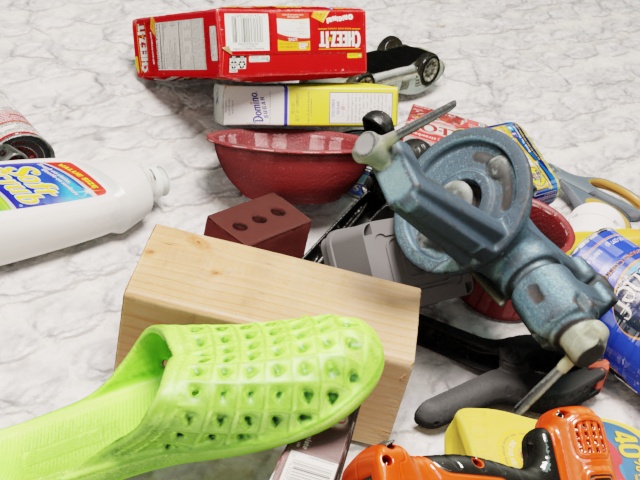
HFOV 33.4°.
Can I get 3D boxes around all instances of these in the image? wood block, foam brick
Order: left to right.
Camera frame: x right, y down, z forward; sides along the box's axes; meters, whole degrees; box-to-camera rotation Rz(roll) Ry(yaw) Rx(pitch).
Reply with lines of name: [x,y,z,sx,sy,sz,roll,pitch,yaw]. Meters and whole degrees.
foam brick: [-0.056,0.001,0.912,0.078,0.051,0.053,-23,49,-41]
wood block: [-0.038,0.070,0.788,0.206,0.091,0.090,14,35,0]

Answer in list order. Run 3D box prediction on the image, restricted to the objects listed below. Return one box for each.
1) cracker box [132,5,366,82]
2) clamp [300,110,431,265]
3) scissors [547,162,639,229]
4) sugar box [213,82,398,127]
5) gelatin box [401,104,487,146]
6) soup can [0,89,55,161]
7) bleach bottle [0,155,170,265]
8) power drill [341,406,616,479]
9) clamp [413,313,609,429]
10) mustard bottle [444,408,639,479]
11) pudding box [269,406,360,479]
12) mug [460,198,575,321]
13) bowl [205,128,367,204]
cracker box: [-0.077,-0.199,1.095,0.163,0.072,0.214,-7,11,-30]
clamp: [0.053,-0.038,0.965,0.036,0.165,0.209,34,16,19]
scissors: [0.245,-0.056,1.106,0.201,0.016,0.096,20,40,-3]
sugar box: [-0.017,-0.139,1.084,0.176,0.048,0.093,1,9,-11]
gelatin box: [0.133,-0.109,1.149,0.089,0.030,0.073,17,35,5]
soup can: [-0.288,-0.089,0.946,0.068,0.068,0.102,-15,44,-35]
bleach bottle: [-0.242,-0.032,0.888,0.250,0.068,0.103,-16,46,-39]
power drill: [0.111,0.192,0.644,0.187,0.057,0.184,5,62,-25]
clamp: [0.143,0.110,0.841,0.171,0.039,0.120,7,41,2]
mustard bottle: [0.187,0.170,0.752,0.191,0.058,0.096,6,45,-13]
pudding box: [-0.010,0.160,0.673,0.039,0.090,0.113,18,36,8]
mug: [0.160,0.010,0.947,0.093,0.082,0.117,-13,43,-33]
bowl: [-0.026,-0.068,0.988,0.162,0.055,0.162,2,13,-1]
